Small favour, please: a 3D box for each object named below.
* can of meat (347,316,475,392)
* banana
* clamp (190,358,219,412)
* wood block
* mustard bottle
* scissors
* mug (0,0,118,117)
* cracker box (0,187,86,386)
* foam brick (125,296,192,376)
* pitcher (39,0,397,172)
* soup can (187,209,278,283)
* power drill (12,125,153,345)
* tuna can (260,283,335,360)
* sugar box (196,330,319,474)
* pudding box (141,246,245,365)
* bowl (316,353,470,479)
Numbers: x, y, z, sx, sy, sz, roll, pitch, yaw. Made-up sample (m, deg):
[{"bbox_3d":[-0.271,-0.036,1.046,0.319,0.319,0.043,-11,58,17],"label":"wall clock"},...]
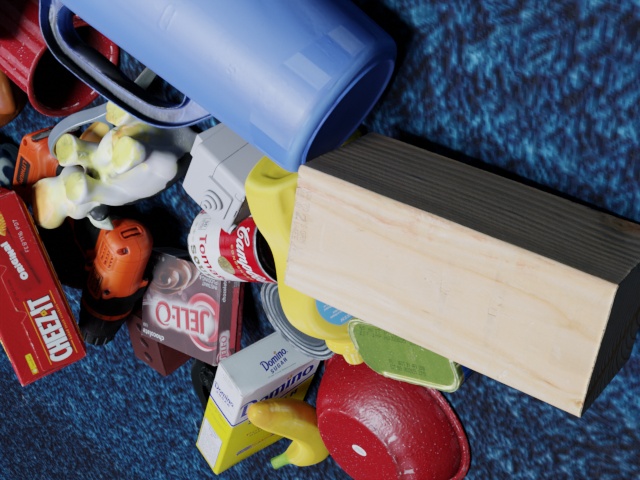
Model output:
[{"bbox_3d":[0.082,0.056,0.754,0.102,0.083,0.057,6,127,47],"label":"can of meat"},{"bbox_3d":[-0.022,0.184,1.006,0.198,0.069,0.037,79,165,-63],"label":"banana"},{"bbox_3d":[-0.097,0.138,1.091,0.120,0.039,0.171,40,149,39],"label":"clamp"},{"bbox_3d":[0.090,0.014,0.659,0.206,0.090,0.090,23,120,27],"label":"wood block"},{"bbox_3d":[0.008,0.015,0.791,0.058,0.096,0.191,16,134,39],"label":"mustard bottle"},{"bbox_3d":[-0.152,-0.115,0.914,0.202,0.096,0.016,-27,63,31],"label":"scissors"},{"bbox_3d":[-0.228,-0.175,0.905,0.082,0.093,0.117,39,116,25],"label":"mug"},{"bbox_3d":[-0.294,0.034,1.018,0.164,0.072,0.214,68,163,-11],"label":"cracker box"},{"bbox_3d":[-0.167,0.093,1.120,0.053,0.051,0.078,27,141,33],"label":"foam brick"},{"bbox_3d":[-0.078,-0.149,0.701,0.243,0.145,0.149,40,164,10],"label":"pitcher"},{"bbox_3d":[-0.056,0.001,0.881,0.102,0.068,0.068,0,123,51],"label":"soup can"},{"bbox_3d":[-0.236,-0.006,1.052,0.188,0.057,0.185,54,140,20],"label":"power drill"},{"bbox_3d":[-0.009,0.058,0.911,0.086,0.033,0.086,31,143,27],"label":"tuna can"},{"bbox_3d":[-0.059,0.151,1.006,0.048,0.093,0.176,53,151,19],"label":"sugar box"},{"bbox_3d":[-0.122,0.059,1.014,0.114,0.039,0.090,16,106,43],"label":"pudding box"},{"bbox_3d":[0.049,0.167,0.931,0.162,0.055,0.162,31,142,27],"label":"bowl"}]
